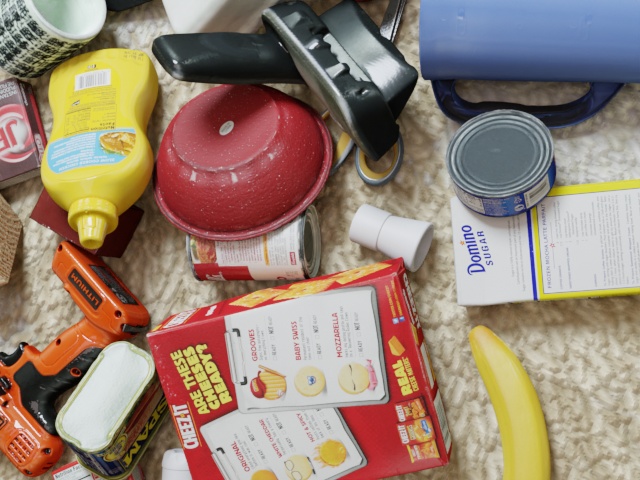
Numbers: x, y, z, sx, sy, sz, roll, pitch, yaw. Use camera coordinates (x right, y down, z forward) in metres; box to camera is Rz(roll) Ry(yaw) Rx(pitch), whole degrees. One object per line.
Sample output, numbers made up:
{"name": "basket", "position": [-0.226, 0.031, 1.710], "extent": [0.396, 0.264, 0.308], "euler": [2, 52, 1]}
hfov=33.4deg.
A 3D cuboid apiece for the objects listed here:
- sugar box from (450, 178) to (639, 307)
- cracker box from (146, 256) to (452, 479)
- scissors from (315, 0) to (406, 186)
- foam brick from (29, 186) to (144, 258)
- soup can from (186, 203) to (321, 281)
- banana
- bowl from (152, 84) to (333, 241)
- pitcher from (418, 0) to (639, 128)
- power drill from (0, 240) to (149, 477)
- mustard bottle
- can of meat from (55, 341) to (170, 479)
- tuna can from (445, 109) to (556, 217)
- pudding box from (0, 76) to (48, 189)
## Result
{"name": "sugar box", "position": [0.197, 0.003, 0.866], "extent": [0.176, 0.048, 0.093], "euler": [-4, 84, 18]}
{"name": "cracker box", "position": [-0.014, 0.120, 0.883], "extent": [0.214, 0.072, 0.164], "euler": [-15, 98, 13]}
{"name": "scissors", "position": [0.060, -0.134, 0.924], "extent": [0.096, 0.016, 0.202], "euler": [35, 96, 17]}
{"name": "foam brick", "position": [-0.210, -0.024, 0.967], "extent": [0.078, 0.053, 0.051], "euler": [28, 93, 15]}
{"name": "soup can", "position": [-0.056, 0.001, 0.918], "extent": [0.102, 0.068, 0.068], "euler": [-1, 86, 13]}
{"name": "banana", "position": [0.152, 0.169, 0.869], "extent": [0.070, 0.037, 0.198], "euler": [1, 86, 14]}
{"name": "bowl", "position": [-0.073, -0.080, 0.899], "extent": [0.162, 0.055, 0.162], "euler": [-7, 57, 10]}
{"name": "pitcher", "position": [0.200, -0.175, 0.844], "extent": [0.243, 0.149, 0.145], "euler": [6, 73, 11]}
{"name": "power drill", "position": [-0.261, 0.091, 0.971], "extent": [0.184, 0.057, 0.188], "euler": [44, 99, 13]}
{"name": "mustard bottle", "position": [-0.192, -0.077, 0.923], "extent": [0.096, 0.058, 0.191], "euler": [-8, 56, 7]}
{"name": "can of meat", "position": [-0.174, 0.145, 0.911], "extent": [0.057, 0.084, 0.102], "euler": [25, 67, 15]}
{"name": "tuna can", "position": [0.145, -0.061, 0.855], "extent": [0.086, 0.033, 0.086], "euler": [-9, 56, 13]}
{"name": "pudding box", "position": [-0.316, -0.092, 1.005], "extent": [0.113, 0.039, 0.090], "euler": [-19, 83, 13]}
